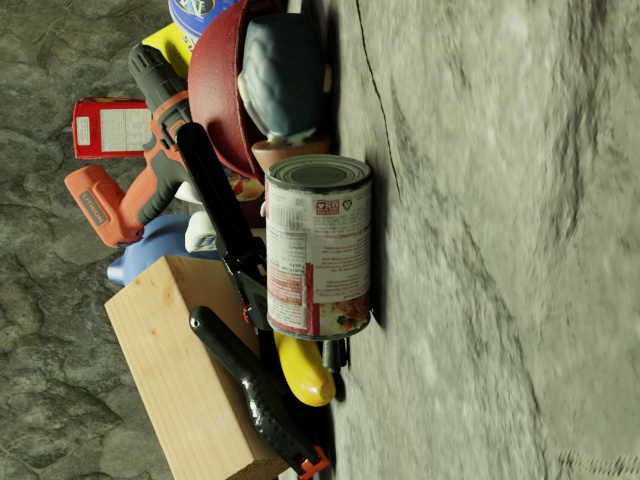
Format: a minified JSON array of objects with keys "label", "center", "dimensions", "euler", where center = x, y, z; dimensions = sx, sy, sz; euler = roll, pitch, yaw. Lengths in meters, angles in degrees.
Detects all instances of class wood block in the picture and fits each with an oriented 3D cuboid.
[{"label":"wood block","center":[-0.105,0.126,0.976],"dimensions":[0.090,0.090,0.206],"euler":[8,-131,-56]}]

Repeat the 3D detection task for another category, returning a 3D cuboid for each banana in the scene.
[{"label":"banana","center":[-0.018,0.084,0.911],"dimensions":[0.198,0.037,0.070],"euler":[-107,13,-52]}]

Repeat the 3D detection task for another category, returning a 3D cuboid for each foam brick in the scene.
[{"label":"foam brick","center":[-0.057,0.001,1.061],"dimensions":[0.053,0.051,0.078],"euler":[119,145,-73]}]

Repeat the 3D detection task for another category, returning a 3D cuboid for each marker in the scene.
[{"label":"marker","center":[0.009,0.040,0.782],"dimensions":[0.020,0.020,0.121],"euler":[-122,29,-71]}]

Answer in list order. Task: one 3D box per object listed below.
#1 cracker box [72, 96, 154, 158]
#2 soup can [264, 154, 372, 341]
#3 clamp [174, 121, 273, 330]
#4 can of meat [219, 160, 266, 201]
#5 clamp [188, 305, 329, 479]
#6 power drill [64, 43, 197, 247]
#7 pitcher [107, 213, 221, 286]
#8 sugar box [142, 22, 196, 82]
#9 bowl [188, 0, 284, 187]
[{"label":"cracker box","center":[-0.191,-0.142,1.307],"dimensions":[0.164,0.213,0.072],"euler":[-140,48,-77]},{"label":"soup can","center":[-0.001,0.003,0.677],"dimensions":[0.068,0.068,0.102],"euler":[-116,23,-66]},{"label":"clamp","center":[-0.063,0.007,0.851],"dimensions":[0.164,0.036,0.210],"euler":[59,169,18]},{"label":"can of meat","center":[-0.065,-0.070,0.975],"dimensions":[0.102,0.084,0.057],"euler":[123,141,-75]},{"label":"clamp","center":[-0.049,0.124,0.921],"dimensions":[0.039,0.120,0.171],"euler":[-47,53,25]},{"label":"power drill","center":[-0.194,-0.094,1.163],"dimensions":[0.184,0.188,0.057],"euler":[57,-151,7]},{"label":"pitcher","center":[-0.148,0.050,1.202],"dimensions":[0.145,0.149,0.243],"euler":[45,180,-13]},{"label":"sugar box","center":[-0.125,-0.197,1.141],"dimensions":[0.176,0.048,0.093],"euler":[-5,113,62]},{"label":"bowl","center":[-0.064,-0.120,0.855],"dimensions":[0.162,0.055,0.162],"euler":[-1,-90,-75]}]
